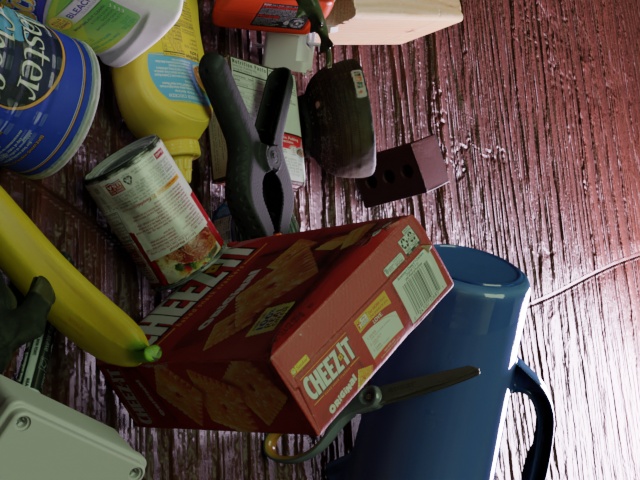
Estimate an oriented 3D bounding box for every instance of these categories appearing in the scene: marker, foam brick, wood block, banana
[{"bbox_3d":[-0.194,0.063,0.746,0.020,0.020,0.121,34,53,-40],"label":"marker"},{"bbox_3d":[0.081,-0.070,1.086,0.051,0.078,0.053,-25,98,-53],"label":"foam brick"},{"bbox_3d":[0.050,-0.257,1.101,0.205,0.091,0.090,-14,89,-53],"label":"wood block"},{"bbox_3d":[-0.177,0.023,0.719,0.198,0.070,0.037,40,49,12],"label":"banana"}]

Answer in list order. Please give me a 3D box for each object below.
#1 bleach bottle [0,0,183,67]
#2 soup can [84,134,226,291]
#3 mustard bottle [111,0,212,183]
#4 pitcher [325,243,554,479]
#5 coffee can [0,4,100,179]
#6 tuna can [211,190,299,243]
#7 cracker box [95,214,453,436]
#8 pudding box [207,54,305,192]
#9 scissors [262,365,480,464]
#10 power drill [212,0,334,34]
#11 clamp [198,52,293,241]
[{"bbox_3d":[-0.219,-0.190,0.703,0.250,0.103,0.068,13,65,-40],"label":"bleach bottle"},{"bbox_3d":[-0.127,-0.021,0.819,0.102,0.069,0.068,60,40,-18],"label":"soup can"},{"bbox_3d":[-0.129,-0.138,0.862,0.096,0.058,0.191,1,77,-61],"label":"mustard bottle"},{"bbox_3d":[0.113,0.134,0.918,0.148,0.145,0.243,-4,113,-35],"label":"pitcher"},{"bbox_3d":[-0.230,-0.109,0.691,0.140,0.103,0.103,21,62,-46],"label":"coffee can"},{"bbox_3d":[-0.056,0.001,0.926,0.086,0.034,0.086,21,62,-46],"label":"tuna can"},{"bbox_3d":[-0.038,0.059,0.760,0.164,0.214,0.072,-44,113,-36],"label":"cracker box"},{"bbox_3d":[-0.059,-0.102,0.955,0.089,0.039,0.113,8,70,-48],"label":"pudding box"},{"bbox_3d":[0.031,0.116,0.879,0.016,0.202,0.096,34,30,-48],"label":"scissors"},{"bbox_3d":[-0.066,-0.277,0.935,0.184,0.057,0.187,0,69,-23],"label":"power drill"},{"bbox_3d":[-0.049,-0.074,0.896,0.120,0.039,0.171,-18,102,-53],"label":"clamp"}]
